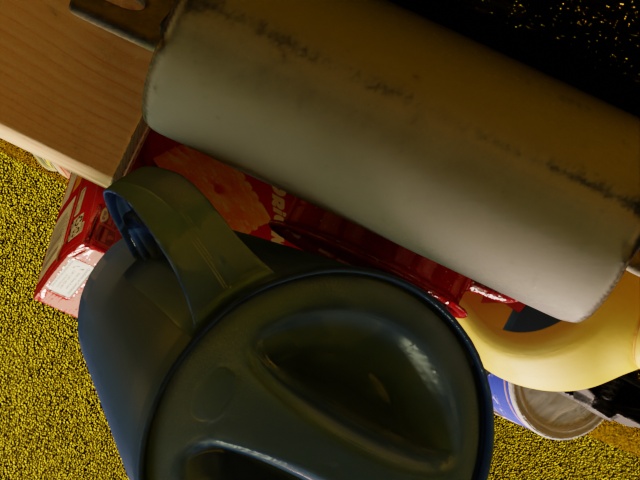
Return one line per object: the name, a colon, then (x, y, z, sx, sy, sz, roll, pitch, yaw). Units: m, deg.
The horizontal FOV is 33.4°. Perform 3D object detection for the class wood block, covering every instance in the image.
wood block: (-0.177, -0.111, 0.534, 0.206, 0.091, 0.090, 26, 175, -7)

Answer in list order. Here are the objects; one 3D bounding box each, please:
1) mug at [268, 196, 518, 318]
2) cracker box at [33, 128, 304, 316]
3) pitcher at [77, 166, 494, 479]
mug: (0.047, -0.018, 0.456, 0.117, 0.081, 0.093, 25, 174, 4)
cracker box: (-0.054, 0.001, 0.675, 0.213, 0.164, 0.072, 27, 133, -23)
pitcher: (-0.042, 0.049, 0.472, 0.144, 0.149, 0.243, 12, -176, -23)
